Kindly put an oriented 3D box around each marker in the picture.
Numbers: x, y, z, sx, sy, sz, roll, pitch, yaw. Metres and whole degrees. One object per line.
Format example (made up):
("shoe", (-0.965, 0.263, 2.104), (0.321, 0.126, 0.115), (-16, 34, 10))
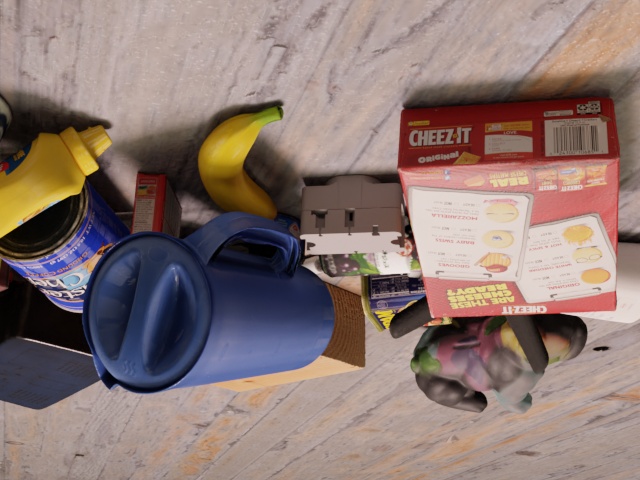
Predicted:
("marker", (-0.046, 0.039, 1.178), (0.121, 0.020, 0.020), (-17, 152, 39))

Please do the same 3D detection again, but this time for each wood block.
("wood block", (-0.053, 0.120, 1.290), (0.207, 0.090, 0.090), (-16, 153, 38))

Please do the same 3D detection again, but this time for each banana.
("banana", (-0.069, -0.057, 0.914), (0.069, 0.037, 0.198), (4, 158, -3))

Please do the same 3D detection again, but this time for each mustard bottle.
("mustard bottle", (-0.254, -0.036, 0.864), (0.191, 0.058, 0.096), (-33, -166, -8))

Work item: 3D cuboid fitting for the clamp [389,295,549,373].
("clamp", (0.174, 0.045, 1.029), (0.164, 0.036, 0.210), (19, 130, -4))

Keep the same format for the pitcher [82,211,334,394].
("pitcher", (-0.081, 0.059, 0.961), (0.149, 0.145, 0.242), (-6, 173, 29))

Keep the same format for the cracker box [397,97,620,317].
("cracker box", (0.159, -0.021, 0.879), (0.164, 0.072, 0.213), (-3, 144, 13))

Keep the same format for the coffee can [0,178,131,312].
("coffee can", (-0.236, -0.004, 0.975), (0.103, 0.103, 0.140), (-2, 158, 9))

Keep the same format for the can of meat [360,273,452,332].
("can of meat", (0.096, 0.061, 1.174), (0.084, 0.057, 0.102), (-7, 158, 14))

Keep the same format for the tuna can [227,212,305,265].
("tuna can", (-0.057, 0.001, 1.065), (0.086, 0.034, 0.086), (2, 158, 1))

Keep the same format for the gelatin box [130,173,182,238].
("gelatin box", (-0.153, -0.011, 0.989), (0.030, 0.073, 0.089), (2, 159, 3))
